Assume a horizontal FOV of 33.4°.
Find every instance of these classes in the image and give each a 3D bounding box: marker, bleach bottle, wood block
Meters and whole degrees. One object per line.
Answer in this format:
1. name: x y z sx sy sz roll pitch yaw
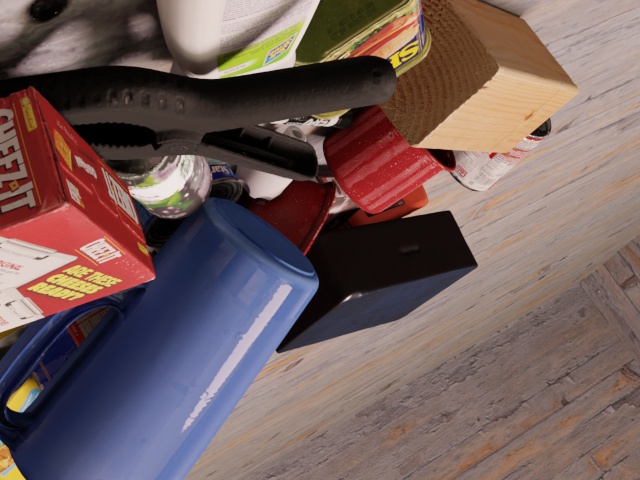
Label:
1. marker: -0.007 -0.099 0.836 0.020 0.020 0.120 -40 164 25
2. bleach bottle: -0.048 -0.129 0.569 0.102 0.068 0.251 -23 166 -20
3. wood block: 0.123 -0.133 0.867 0.091 0.090 0.205 -41 164 24

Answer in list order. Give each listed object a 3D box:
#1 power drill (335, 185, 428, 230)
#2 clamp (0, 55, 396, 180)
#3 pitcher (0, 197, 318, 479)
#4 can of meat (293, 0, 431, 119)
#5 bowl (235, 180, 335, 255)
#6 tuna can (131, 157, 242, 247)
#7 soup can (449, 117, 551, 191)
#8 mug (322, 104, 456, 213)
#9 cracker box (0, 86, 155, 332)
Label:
1. power drill: 0.040 -0.006 1.162 0.184 0.057 0.188 -23 162 -35
2. clamp: -0.071 -0.070 0.580 0.209 0.036 0.165 3 165 -22
3. pitcher: -0.120 0.086 0.789 0.243 0.145 0.149 -52 166 9
4. can of meat: 0.020 -0.137 0.699 0.102 0.057 0.084 -34 163 -1
5. bowl: -0.056 0.001 0.904 0.162 0.055 0.162 -50 -168 15
6. tuna can: -0.104 -0.033 0.813 0.086 0.034 0.086 -31 165 -9
7. soup can: 0.186 -0.106 1.132 0.068 0.068 0.102 -19 160 -44
8. mug: 0.057 -0.082 0.921 0.082 0.093 0.117 -34 -157 22
9. cracker box: -0.213 0.008 0.553 0.213 0.072 0.164 -20 166 1
